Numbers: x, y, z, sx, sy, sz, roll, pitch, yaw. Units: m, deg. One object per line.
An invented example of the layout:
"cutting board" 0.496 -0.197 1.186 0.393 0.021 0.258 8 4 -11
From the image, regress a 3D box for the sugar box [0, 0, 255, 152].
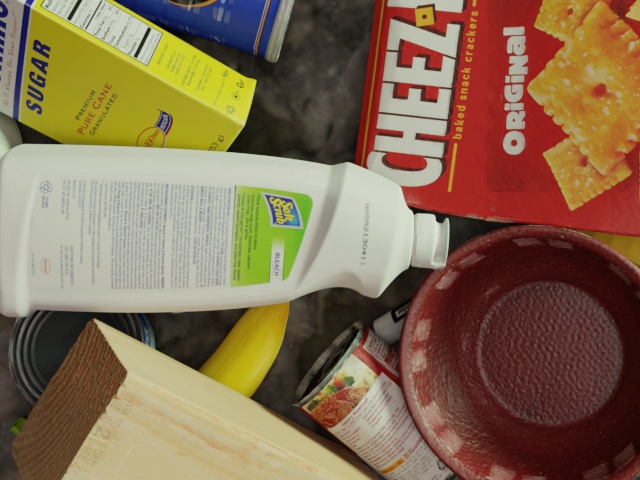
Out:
"sugar box" -0.135 -0.096 0.622 0.176 0.093 0.048 26 49 -16

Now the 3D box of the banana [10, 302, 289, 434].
"banana" -0.097 0.104 0.680 0.198 0.037 0.069 -27 96 -1

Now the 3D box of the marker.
"marker" 0.085 0.028 0.673 0.121 0.020 0.020 -35 95 22

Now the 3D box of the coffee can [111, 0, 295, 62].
"coffee can" -0.078 -0.175 0.630 0.140 0.103 0.103 17 92 -4

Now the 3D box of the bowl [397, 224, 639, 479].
"bowl" 0.130 0.070 0.629 0.162 0.055 0.162 1 93 22

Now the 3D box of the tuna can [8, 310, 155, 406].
"tuna can" -0.147 0.068 0.662 0.086 0.033 0.086 -2 75 8

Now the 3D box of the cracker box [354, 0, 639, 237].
"cracker box" 0.135 -0.090 0.631 0.214 0.072 0.164 8 93 17

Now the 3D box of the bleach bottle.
"bleach bottle" -0.054 0.001 0.611 0.251 0.068 0.102 4 104 1

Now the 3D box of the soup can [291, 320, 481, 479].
"soup can" 0.042 0.108 0.673 0.102 0.068 0.068 40 90 -6

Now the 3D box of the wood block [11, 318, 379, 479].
"wood block" -0.061 0.140 0.620 0.205 0.091 0.090 33 89 -29
